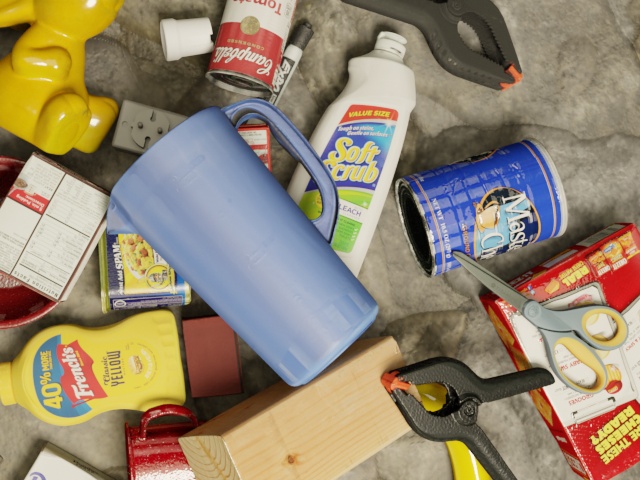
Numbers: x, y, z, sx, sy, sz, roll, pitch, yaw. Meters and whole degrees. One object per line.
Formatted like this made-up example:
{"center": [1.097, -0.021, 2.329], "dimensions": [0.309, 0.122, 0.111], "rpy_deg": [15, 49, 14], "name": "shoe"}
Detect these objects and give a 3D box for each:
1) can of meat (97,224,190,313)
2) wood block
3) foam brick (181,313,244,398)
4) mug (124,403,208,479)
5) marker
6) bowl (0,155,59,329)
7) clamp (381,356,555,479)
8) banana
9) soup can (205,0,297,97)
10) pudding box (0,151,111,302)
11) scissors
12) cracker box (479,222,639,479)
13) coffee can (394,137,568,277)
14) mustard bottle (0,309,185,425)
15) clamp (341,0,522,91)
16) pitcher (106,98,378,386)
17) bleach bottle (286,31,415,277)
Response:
{"center": [-0.170, 0.016, 1.026], "dimensions": [0.084, 0.057, 0.102], "rpy_deg": [-4, 81, -9], "name": "can of meat"}
{"center": [-0.013, 0.174, 0.992], "dimensions": [0.205, 0.090, 0.091], "rpy_deg": [-26, 94, -34], "name": "wood block"}
{"center": [-0.105, 0.111, 1.040], "dimensions": [0.051, 0.053, 0.078], "rpy_deg": [-7, 89, -8], "name": "foam brick"}
{"center": [-0.142, 0.205, 1.012], "dimensions": [0.081, 0.093, 0.117], "rpy_deg": [-4, 115, -12], "name": "mug"}
{"center": [-0.039, -0.164, 1.067], "dimensions": [0.020, 0.020, 0.121], "rpy_deg": [27, 86, -7], "name": "marker"}
{"center": [-0.303, 0.002, 1.014], "dimensions": [0.162, 0.055, 0.162], "rpy_deg": [0, 90, -7], "name": "bowl"}
{"center": [0.142, 0.149, 1.003], "dimensions": [0.171, 0.039, 0.120], "rpy_deg": [31, 76, -19], "name": "clamp"}
{"center": [0.135, 0.221, 1.081], "dimensions": [0.070, 0.037, 0.198], "rpy_deg": [-23, 91, 10], "name": "banana"}
{"center": [-0.066, -0.198, 1.037], "dimensions": [0.068, 0.068, 0.102], "rpy_deg": [15, 83, -7], "name": "soup can"}
{"center": [-0.248, -0.012, 0.972], "dimensions": [0.090, 0.039, 0.113], "rpy_deg": [29, 88, -4], "name": "pudding box"}
{"center": [0.220, 0.059, 1.022], "dimensions": [0.096, 0.016, 0.201], "rpy_deg": [-40, 100, -8], "name": "scissors"}
{"center": [0.285, 0.112, 1.082], "dimensions": [0.164, 0.072, 0.213], "rpy_deg": [-29, 94, -5], "name": "cracker box"}
{"center": [0.157, -0.033, 1.050], "dimensions": [0.140, 0.103, 0.103], "rpy_deg": [-18, 92, -7], "name": "coffee can"}
{"center": [-0.229, 0.126, 1.021], "dimensions": [0.191, 0.058, 0.096], "rpy_deg": [-8, 89, -7], "name": "mustard bottle"}
{"center": [0.117, -0.226, 1.063], "dimensions": [0.164, 0.036, 0.210], "rpy_deg": [-43, 99, -27], "name": "clamp"}
{"center": [-0.056, 0.001, 0.952], "dimensions": [0.243, 0.144, 0.149], "rpy_deg": [48, 127, 2], "name": "pitcher"}
{"center": [0.026, -0.088, 1.055], "dimensions": [0.102, 0.068, 0.251], "rpy_deg": [19, 85, -4], "name": "bleach bottle"}
